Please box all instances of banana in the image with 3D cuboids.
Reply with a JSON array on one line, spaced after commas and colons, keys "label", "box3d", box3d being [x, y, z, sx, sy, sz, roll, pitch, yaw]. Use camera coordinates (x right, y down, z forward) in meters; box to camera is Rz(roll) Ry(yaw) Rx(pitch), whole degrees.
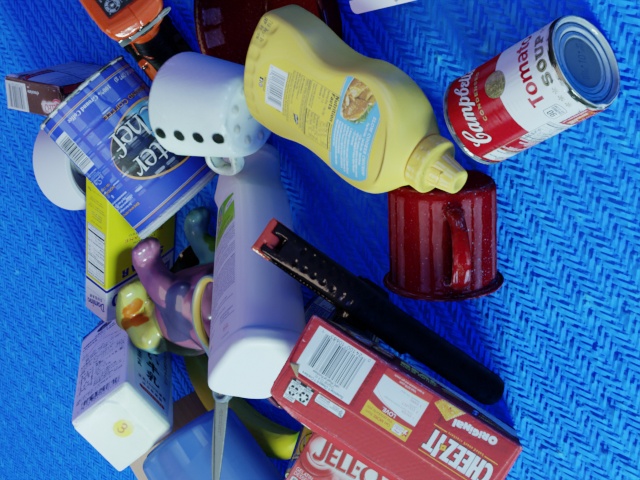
[{"label": "banana", "box3d": [-0.080, 0.180, 1.133, 0.198, 0.037, 0.070, 27, 112, 35]}]

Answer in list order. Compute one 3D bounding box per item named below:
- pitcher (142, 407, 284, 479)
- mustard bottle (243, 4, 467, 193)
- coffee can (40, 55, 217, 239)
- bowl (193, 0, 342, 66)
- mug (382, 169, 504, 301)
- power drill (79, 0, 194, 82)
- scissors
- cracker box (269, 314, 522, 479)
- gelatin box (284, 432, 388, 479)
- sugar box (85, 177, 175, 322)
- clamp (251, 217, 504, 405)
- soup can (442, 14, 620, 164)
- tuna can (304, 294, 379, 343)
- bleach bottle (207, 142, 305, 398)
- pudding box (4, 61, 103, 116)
[{"label": "pitcher", "box3d": [-0.077, 0.297, 1.063, 0.243, 0.149, 0.145, 55, 173, 11]}, {"label": "mustard bottle", "box3d": [0.027, -0.089, 0.773, 0.192, 0.058, 0.096, 37, 134, 29]}, {"label": "coffee can", "box3d": [-0.176, -0.086, 1.000, 0.140, 0.102, 0.103, 48, 141, -8]}, {"label": "bowl", "box3d": [-0.034, -0.178, 0.883, 0.162, 0.055, 0.162, 24, 125, 38]}, {"label": "mug", "box3d": [0.093, -0.004, 0.798, 0.117, 0.093, 0.081, -98, 5, -72]}, {"label": "power drill", "box3d": [-0.168, -0.205, 0.944, 0.184, 0.057, 0.187, 51, 180, 14]}, {"label": "scissors", "box3d": [-0.073, 0.128, 0.967, 0.096, 0.016, 0.202, -6, 95, 28]}, {"label": "cracker box", "box3d": [0.062, 0.130, 0.797, 0.164, 0.213, 0.072, 31, 88, 11]}, {"label": "gelatin box", "box3d": [0.024, 0.195, 0.890, 0.089, 0.030, 0.073, 32, 93, 20]}, {"label": "sugar box", "box3d": [-0.199, -0.007, 1.120, 0.048, 0.093, 0.176, 31, 130, 34]}, {"label": "clamp", "box3d": [0.040, 0.054, 0.818, 0.209, 0.036, 0.165, 37, 174, -29]}, {"label": "soup can", "box3d": [0.142, -0.101, 0.724, 0.102, 0.068, 0.068, -27, 89, 50]}, {"label": "tuna can", "box3d": [0.014, 0.083, 0.941, 0.034, 0.085, 0.086, 28, 128, 37]}, {"label": "bleach bottle", "box3d": [-0.056, 0.001, 0.909, 0.103, 0.068, 0.251, 129, 145, -48]}, {"label": "pudding box", "box3d": [-0.263, -0.158, 1.115, 0.114, 0.089, 0.039, 17, 119, 42]}]
